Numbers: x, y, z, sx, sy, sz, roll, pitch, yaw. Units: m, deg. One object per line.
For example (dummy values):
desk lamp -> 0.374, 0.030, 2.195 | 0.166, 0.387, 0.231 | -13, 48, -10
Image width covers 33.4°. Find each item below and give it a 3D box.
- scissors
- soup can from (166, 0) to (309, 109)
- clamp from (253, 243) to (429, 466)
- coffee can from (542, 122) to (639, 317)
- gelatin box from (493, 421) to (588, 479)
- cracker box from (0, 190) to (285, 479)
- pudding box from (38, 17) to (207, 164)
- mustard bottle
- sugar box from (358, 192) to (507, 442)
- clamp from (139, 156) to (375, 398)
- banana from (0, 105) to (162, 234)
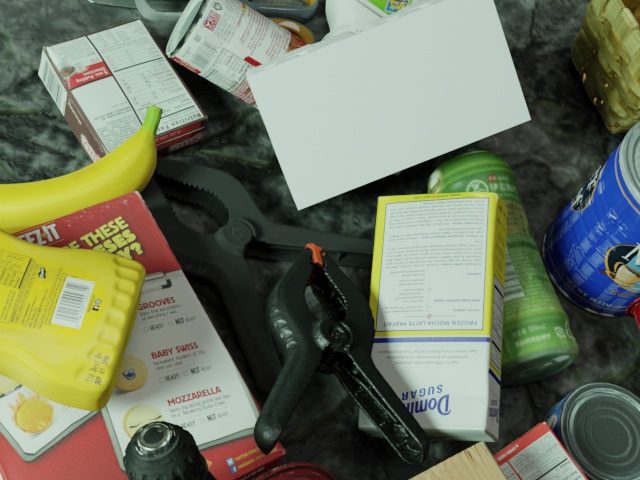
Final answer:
scissors -> -0.089, -0.183, 0.907 | 0.201, 0.016, 0.096 | -12, 59, -23
soup can -> -0.063, -0.151, 0.850 | 0.102, 0.069, 0.068 | 28, 55, -20
clamp -> 0.013, 0.079, 0.719 | 0.120, 0.039, 0.171 | 21, 45, -22
coffee can -> 0.250, -0.016, 0.836 | 0.102, 0.140, 0.103 | 7, 59, -12
gelatin box -> 0.152, 0.183, 0.741 | 0.073, 0.030, 0.089 | -34, 74, -5
cracker box -> -0.148, 0.092, 0.697 | 0.164, 0.072, 0.214 | -22, 68, -27
pudding box -> -0.155, -0.113, 0.836 | 0.089, 0.039, 0.113 | -24, 72, -29
mustard bottle -> -0.208, 0.033, 0.636 | 0.191, 0.058, 0.096 | 16, 55, -6
sugar box -> 0.083, 0.054, 0.764 | 0.093, 0.048, 0.176 | -2, 70, 23
clamp -> -0.055, 0.001, 0.798 | 0.210, 0.036, 0.164 | 42, 52, 10
banana -> -0.199, -0.036, 0.760 | 0.197, 0.037, 0.070 | -17, 63, -7
